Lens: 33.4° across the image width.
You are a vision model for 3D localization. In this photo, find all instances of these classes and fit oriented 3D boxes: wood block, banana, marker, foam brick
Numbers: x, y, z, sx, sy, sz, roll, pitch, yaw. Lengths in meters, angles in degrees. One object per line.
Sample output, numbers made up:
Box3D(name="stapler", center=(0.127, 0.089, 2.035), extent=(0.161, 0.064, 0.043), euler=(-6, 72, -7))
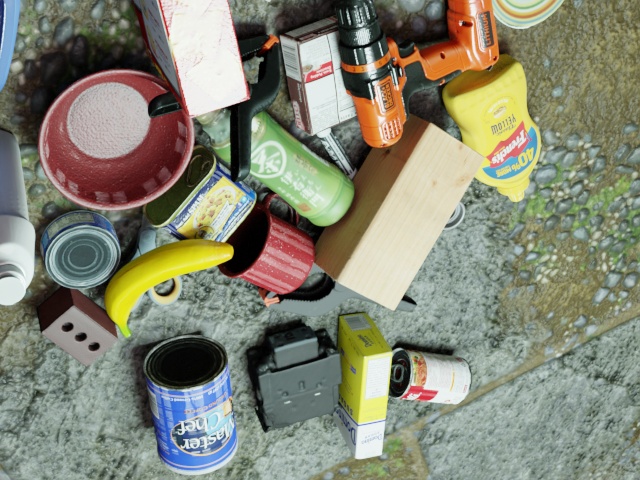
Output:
Box3D(name="wood block", center=(0.086, -0.037, 1.239), extent=(0.090, 0.091, 0.206), euler=(28, 96, -30))
Box3D(name="banana", center=(-0.184, 0.041, 1.192), extent=(0.069, 0.037, 0.198), euler=(30, 130, -34))
Box3D(name="marker", center=(0.012, -0.112, 1.234), extent=(0.020, 0.020, 0.121), euler=(-34, 128, 1))
Box3D(name="foam brick", center=(-0.279, 0.097, 1.226), extent=(0.053, 0.051, 0.078), euler=(-41, 127, 6))

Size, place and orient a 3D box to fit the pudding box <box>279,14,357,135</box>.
Box3D(name="pudding box", center=(0.010, -0.182, 1.161), extent=(0.089, 0.039, 0.113), euler=(-25, 126, -24))

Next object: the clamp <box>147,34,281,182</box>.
Box3D(name="clamp", center=(-0.100, -0.154, 1.096), extent=(0.120, 0.171, 0.039), euler=(33, 147, -21))

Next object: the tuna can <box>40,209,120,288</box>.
Box3D(name="tuna can", center=(-0.266, 0.011, 1.187), extent=(0.086, 0.034, 0.086), euler=(-11, 124, -16))

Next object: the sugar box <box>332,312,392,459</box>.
Box3D(name="sugar box", center=(0.052, 0.192, 1.401), extent=(0.048, 0.093, 0.176), euler=(-6, 123, -19))

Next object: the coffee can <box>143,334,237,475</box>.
Box3D(name="coffee can", center=(-0.158, 0.202, 1.313), extent=(0.102, 0.103, 0.140), euler=(-13, 125, -15))

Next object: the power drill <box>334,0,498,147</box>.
Box3D(name="power drill", center=(0.102, -0.215, 1.153), extent=(0.187, 0.057, 0.184), euler=(-31, 130, -21))

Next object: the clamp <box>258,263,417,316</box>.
Box3D(name="clamp", center=(0.026, 0.033, 1.322), extent=(0.209, 0.036, 0.164), euler=(-10, 119, -17))

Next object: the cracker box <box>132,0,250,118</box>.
Box3D(name="cracker box", center=(-0.137, -0.247, 0.993), extent=(0.072, 0.164, 0.214), euler=(-19, 127, -13))

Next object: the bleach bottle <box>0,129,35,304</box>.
Box3D(name="bleach bottle", center=(-0.311, -0.013, 1.016), extent=(0.068, 0.251, 0.103), euler=(7, 118, -26))

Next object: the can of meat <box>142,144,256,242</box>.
Box3D(name="can of meat", center=(-0.132, -0.042, 1.187), extent=(0.102, 0.057, 0.083), euler=(-49, 133, 2))

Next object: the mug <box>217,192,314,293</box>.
Box3D(name="mug", center=(-0.058, 0.002, 1.244), extent=(0.081, 0.093, 0.117), euler=(27, 71, -39))

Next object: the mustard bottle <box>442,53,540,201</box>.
Box3D(name="mustard bottle", center=(0.216, -0.123, 1.287), extent=(0.096, 0.058, 0.191), euler=(-31, 128, -8))

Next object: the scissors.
Box3D(name="scissors", center=(-0.184, 0.002, 1.228), extent=(0.096, 0.016, 0.202), euler=(13, 115, -31))

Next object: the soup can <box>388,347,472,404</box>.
Box3D(name="soup can", center=(0.146, 0.185, 1.452), extent=(0.102, 0.068, 0.069), euler=(10, 116, -28))

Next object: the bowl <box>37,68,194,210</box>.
Box3D(name="bowl", center=(-0.216, -0.113, 1.114), extent=(0.162, 0.055, 0.162), euler=(-11, 124, -16))
